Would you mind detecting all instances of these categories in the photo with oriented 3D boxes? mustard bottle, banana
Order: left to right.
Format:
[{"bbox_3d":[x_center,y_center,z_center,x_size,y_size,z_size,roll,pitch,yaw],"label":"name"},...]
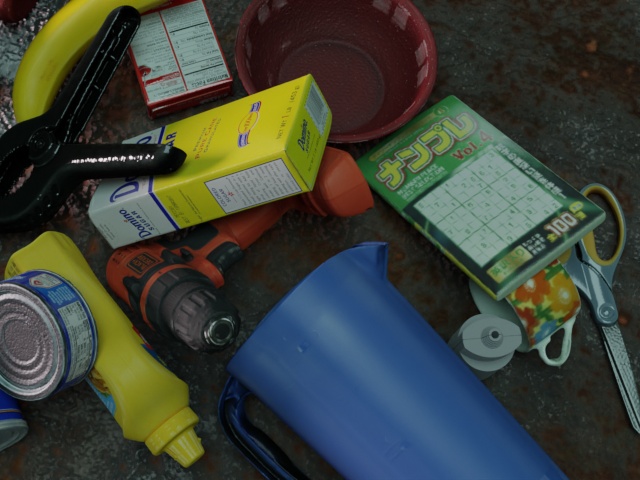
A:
[{"bbox_3d":[-0.187,-0.158,0.855,0.069,0.037,0.198,40,98,-6],"label":"banana"},{"bbox_3d":[-0.150,0.085,0.776,0.058,0.096,0.192,-37,79,-19],"label":"mustard bottle"}]

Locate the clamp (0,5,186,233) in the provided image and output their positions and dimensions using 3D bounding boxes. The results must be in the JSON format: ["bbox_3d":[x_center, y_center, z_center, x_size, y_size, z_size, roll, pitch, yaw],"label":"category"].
[{"bbox_3d":[-0.192,-0.062,0.797,0.210,0.036,0.165,-39,51,12],"label":"clamp"}]

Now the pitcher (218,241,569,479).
[{"bbox_3d":[0.051,0.134,0.765,0.243,0.149,0.144,45,58,6],"label":"pitcher"}]

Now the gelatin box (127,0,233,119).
[{"bbox_3d":[-0.119,-0.152,0.878,0.073,0.030,0.089,-18,75,-9],"label":"gelatin box"}]

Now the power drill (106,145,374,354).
[{"bbox_3d":[-0.055,0.001,0.776,0.187,0.185,0.057,-35,118,-18],"label":"power drill"}]

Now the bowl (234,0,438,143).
[{"bbox_3d":[0.011,-0.138,0.862,0.162,0.055,0.162,2,67,-4],"label":"bowl"}]

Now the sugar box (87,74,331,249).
[{"bbox_3d":[-0.082,-0.057,0.784,0.176,0.048,0.093,-14,37,25],"label":"sugar box"}]

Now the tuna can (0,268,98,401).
[{"bbox_3d":[-0.195,0.065,0.725,0.086,0.033,0.086,8,107,27],"label":"tuna can"}]
